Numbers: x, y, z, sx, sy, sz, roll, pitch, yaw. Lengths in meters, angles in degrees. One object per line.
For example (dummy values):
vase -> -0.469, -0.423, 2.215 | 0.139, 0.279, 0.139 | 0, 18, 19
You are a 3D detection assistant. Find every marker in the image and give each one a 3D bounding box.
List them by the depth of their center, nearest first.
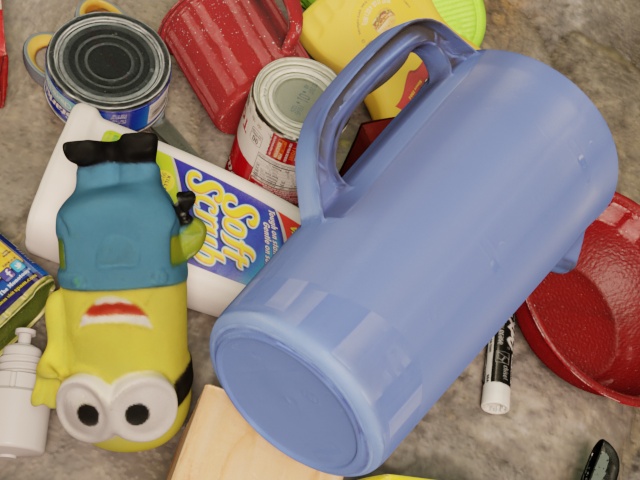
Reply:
marker -> 0.125, 0.061, 0.734 | 0.020, 0.020, 0.121 | 16, 57, -7

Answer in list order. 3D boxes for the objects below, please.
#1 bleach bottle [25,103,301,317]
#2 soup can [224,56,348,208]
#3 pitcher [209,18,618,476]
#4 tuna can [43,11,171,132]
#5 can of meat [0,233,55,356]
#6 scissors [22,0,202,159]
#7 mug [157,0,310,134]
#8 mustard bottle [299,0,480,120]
bleach bottle -> -0.055, 0.001, 0.691 | 0.250, 0.068, 0.102 | 19, 63, -7
soup can -> -0.023, -0.066, 0.715 | 0.068, 0.102, 0.068 | 7, 59, -12
pitcher -> 0.047, 0.000, 0.582 | 0.149, 0.145, 0.242 | 31, 53, 19
tuna can -> -0.145, -0.114, 0.729 | 0.086, 0.034, 0.086 | 6, 60, -11
can of meat -> -0.219, 0.034, 0.627 | 0.084, 0.058, 0.102 | 39, 58, 5
scissors -> -0.140, -0.089, 0.747 | 0.096, 0.016, 0.202 | -18, 67, -23
mug -> -0.049, -0.135, 0.745 | 0.093, 0.117, 0.081 | -16, 69, -46
mustard bottle -> 0.075, -0.115, 0.781 | 0.096, 0.058, 0.191 | -42, 98, -8
